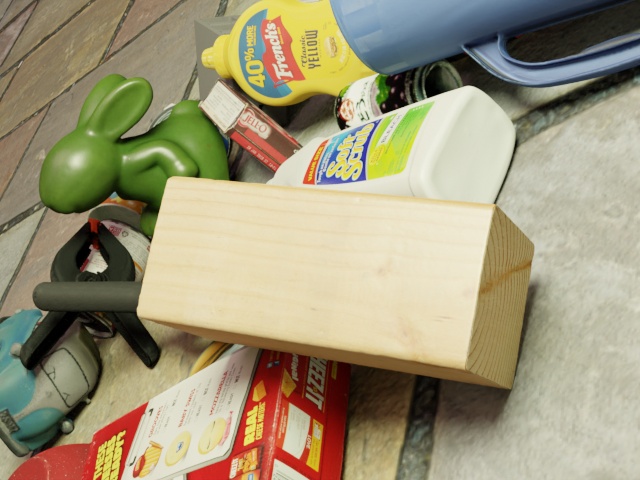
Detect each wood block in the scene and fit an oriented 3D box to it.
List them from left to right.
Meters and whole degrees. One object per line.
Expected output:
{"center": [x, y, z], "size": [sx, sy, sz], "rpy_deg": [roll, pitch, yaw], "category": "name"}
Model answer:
{"center": [0.008, 0.023, 0.628], "size": [0.206, 0.090, 0.090], "rpy_deg": [6, 78, 27], "category": "wood block"}

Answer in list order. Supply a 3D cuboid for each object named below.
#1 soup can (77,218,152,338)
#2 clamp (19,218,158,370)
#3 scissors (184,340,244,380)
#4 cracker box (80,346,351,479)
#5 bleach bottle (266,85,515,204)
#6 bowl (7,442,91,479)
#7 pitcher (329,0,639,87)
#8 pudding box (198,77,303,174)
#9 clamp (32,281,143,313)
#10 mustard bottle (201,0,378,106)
{"center": [-0.216, 0.037, 1.074], "size": [0.069, 0.068, 0.102], "rpy_deg": [-10, 48, 51], "category": "soup can"}
{"center": [-0.202, 0.053, 0.992], "size": [0.039, 0.120, 0.171], "rpy_deg": [109, 168, -50], "category": "clamp"}
{"center": [-0.118, 0.152, 0.848], "size": [0.202, 0.016, 0.096], "rpy_deg": [-50, 28, 3], "category": "scissors"}
{"center": [-0.081, 0.171, 0.713], "size": [0.214, 0.072, 0.164], "rpy_deg": [-33, 32, 32], "category": "cracker box"}
{"center": [0.031, -0.045, 0.818], "size": [0.251, 0.068, 0.102], "rpy_deg": [-10, 47, 54], "category": "bleach bottle"}
{"center": [-0.221, 0.226, 0.853], "size": [0.162, 0.055, 0.162], "rpy_deg": [-35, 37, 32], "category": "bowl"}
{"center": [0.131, -0.190, 0.730], "size": [0.243, 0.145, 0.149], "rpy_deg": [-17, 38, 29], "category": "pitcher"}
{"center": [-0.058, -0.099, 0.981], "size": [0.039, 0.090, 0.114], "rpy_deg": [-51, 27, 2], "category": "pudding box"}
{"center": [-0.132, 0.047, 0.895], "size": [0.210, 0.164, 0.036], "rpy_deg": [10, 107, 51], "category": "clamp"}
{"center": [-0.024, -0.170, 0.957], "size": [0.192, 0.096, 0.058], "rpy_deg": [1, 13, 31], "category": "mustard bottle"}
